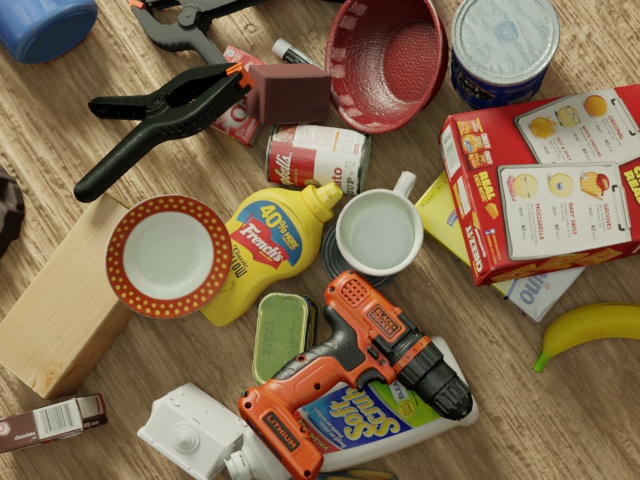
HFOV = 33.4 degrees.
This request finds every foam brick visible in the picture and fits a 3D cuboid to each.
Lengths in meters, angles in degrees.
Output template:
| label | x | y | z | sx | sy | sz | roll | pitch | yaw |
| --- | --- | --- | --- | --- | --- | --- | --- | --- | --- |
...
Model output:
| label | x | y | z | sx | sy | sz | roll | pitch | yaw |
| --- | --- | --- | --- | --- | --- | --- | --- | --- | --- |
| foam brick | -0.034 | -0.155 | 1.125 | 0.078 | 0.051 | 0.053 | -5 | 115 | -25 |

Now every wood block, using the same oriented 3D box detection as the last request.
| label | x | y | z | sx | sy | sz | roll | pitch | yaw |
| --- | --- | --- | --- | --- | --- | --- | --- | --- | --- |
| wood block | -0.248 | 0.059 | 1.136 | 0.091 | 0.090 | 0.206 | 37 | 90 | 8 |

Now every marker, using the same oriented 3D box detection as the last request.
| label | x | y | z | sx | sy | sz | roll | pitch | yaw |
| --- | --- | --- | --- | --- | --- | --- | --- | --- | --- |
| marker | 0.000 | -0.180 | 1.166 | 0.121 | 0.020 | 0.020 | 36 | 89 | 8 |

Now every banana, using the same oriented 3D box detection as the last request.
| label | x | y | z | sx | sy | sz | roll | pitch | yaw |
| --- | --- | --- | --- | --- | --- | --- | --- | --- | --- |
| banana | 0.316 | 0.097 | 1.098 | 0.198 | 0.037 | 0.069 | -3 | 102 | 7 |

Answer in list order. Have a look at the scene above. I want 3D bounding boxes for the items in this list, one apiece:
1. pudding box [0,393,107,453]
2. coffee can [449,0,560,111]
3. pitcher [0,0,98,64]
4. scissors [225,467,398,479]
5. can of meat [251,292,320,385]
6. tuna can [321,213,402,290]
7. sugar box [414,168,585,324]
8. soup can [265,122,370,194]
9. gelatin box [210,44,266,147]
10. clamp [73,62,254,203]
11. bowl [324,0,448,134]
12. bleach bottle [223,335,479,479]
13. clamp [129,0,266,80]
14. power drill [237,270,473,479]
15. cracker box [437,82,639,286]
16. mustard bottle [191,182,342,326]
| label | x | y | z | sx | sy | sz | roll | pitch | yaw |
| --- | --- | --- | --- | --- | --- | --- | --- | --- | --- |
| pudding box | -0.293 | 0.194 | 1.128 | 0.113 | 0.090 | 0.039 | -14 | 85 | 4 |
| coffee can | 0.184 | -0.192 | 1.085 | 0.103 | 0.140 | 0.103 | -1 | 85 | 6 |
| pitcher | -0.344 | -0.324 | 1.161 | 0.145 | 0.149 | 0.243 | -34 | 85 | -16 |
| scissors | -0.005 | 0.247 | 1.120 | 0.202 | 0.096 | 0.016 | 3 | 91 | 37 |
| can of meat | -0.036 | 0.105 | 1.111 | 0.057 | 0.084 | 0.102 | 5 | 85 | 7 |
| tuna can | 0.045 | 0.014 | 1.135 | 0.086 | 0.033 | 0.086 | -1 | 85 | 6 |
| sugar box | 0.186 | -0.003 | 1.115 | 0.176 | 0.048 | 0.093 | 39 | 88 | 10 |
| soup can | -0.002 | -0.088 | 1.133 | 0.102 | 0.068 | 0.068 | 9 | 86 | 7 |
| gelatin box | -0.087 | -0.158 | 1.168 | 0.073 | 0.030 | 0.089 | 29 | 89 | 8 |
| clamp | -0.169 | -0.136 | 1.120 | 0.210 | 0.036 | 0.164 | -27 | 41 | 11 |
| bowl | 0.079 | -0.188 | 1.107 | 0.162 | 0.055 | 0.162 | 0 | 90 | 46 |
| bleach bottle | 0.026 | 0.188 | 1.074 | 0.250 | 0.068 | 0.102 | -23 | 80 | -11 |
| clamp | -0.134 | -0.228 | 1.158 | 0.172 | 0.039 | 0.120 | 9 | 76 | 25 |
| power drill | 0.029 | 0.146 | 1.026 | 0.187 | 0.057 | 0.184 | -41 | 77 | -17 |
| cracker box | 0.240 | -0.056 | 1.068 | 0.213 | 0.072 | 0.164 | -11 | 74 | -11 |
| mustard bottle | -0.057 | 0.001 | 1.120 | 0.192 | 0.058 | 0.096 | -36 | 86 | 12 |
